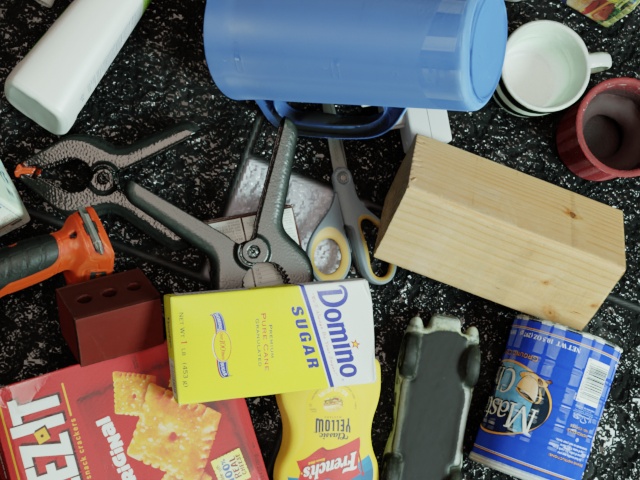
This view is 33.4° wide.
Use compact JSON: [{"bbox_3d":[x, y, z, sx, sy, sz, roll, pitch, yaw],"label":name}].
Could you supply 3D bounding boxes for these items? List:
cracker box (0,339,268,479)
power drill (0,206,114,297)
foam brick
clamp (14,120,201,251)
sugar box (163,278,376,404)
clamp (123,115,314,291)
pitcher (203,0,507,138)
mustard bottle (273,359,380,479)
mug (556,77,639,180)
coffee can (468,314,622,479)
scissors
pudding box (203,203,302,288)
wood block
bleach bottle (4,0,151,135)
[{"bbox_3d":[-0.166,0.178,0.927,0.213,0.072,0.164,-14,85,-24],"label":"cracker box"},{"bbox_3d":[-0.277,0.047,0.926,0.187,0.185,0.057,-20,67,-25],"label":"power drill"},{"bbox_3d":[-0.178,0.065,0.910,0.078,0.053,0.051,-15,123,-25],"label":"foam brick"},{"bbox_3d":[-0.191,-0.066,0.988,0.171,0.039,0.120,14,83,-5],"label":"clamp"},{"bbox_3d":[-0.042,0.085,0.917,0.176,0.048,0.093,-5,91,-14],"label":"sugar box"},{"bbox_3d":[-0.056,0.001,0.957,0.164,0.036,0.210,-30,95,-9],"label":"clamp"},{"bbox_3d":[0.033,-0.168,0.928,0.243,0.149,0.145,10,85,26],"label":"pitcher"},{"bbox_3d":[0.005,0.202,0.979,0.096,0.058,0.191,2,86,-13],"label":"mustard bottle"},{"bbox_3d":[0.285,-0.107,1.019,0.117,0.081,0.093,-31,89,-7],"label":"mug"},{"bbox_3d":[0.207,0.151,0.981,0.102,0.103,0.140,20,84,-4],"label":"coffee can"},{"bbox_3d":[0.006,-0.044,1.016,0.096,0.016,0.202,-25,89,-15],"label":"scissors"},{"bbox_3d":[-0.058,0.029,0.995,0.090,0.039,0.113,-11,89,-8],"label":"pudding box"},{"bbox_3d":[0.164,-0.007,0.979,0.206,0.090,0.090,20,41,-4],"label":"wood block"},{"bbox_3d":[-0.189,-0.218,0.979,0.068,0.103,0.250,36,77,-11],"label":"bleach bottle"}]
